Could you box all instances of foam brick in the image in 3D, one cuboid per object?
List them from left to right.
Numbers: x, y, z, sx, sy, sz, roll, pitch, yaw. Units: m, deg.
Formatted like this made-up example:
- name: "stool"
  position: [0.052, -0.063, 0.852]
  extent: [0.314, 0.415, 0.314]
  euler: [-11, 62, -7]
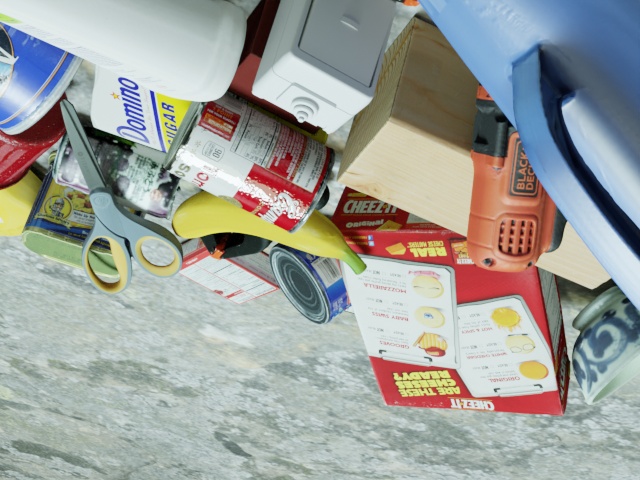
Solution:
- name: "foam brick"
  position: [-0.020, -0.118, 0.726]
  extent: [0.078, 0.053, 0.051]
  euler: [26, 150, -20]

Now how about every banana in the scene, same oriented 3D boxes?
- name: "banana"
  position: [-0.056, -0.013, 0.856]
  extent: [0.198, 0.037, 0.069]
  euler: [13, 133, 35]

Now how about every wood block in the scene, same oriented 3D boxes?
- name: "wood block"
  position: [0.129, -0.055, 0.729]
  extent: [0.206, 0.090, 0.091]
  euler: [22, 151, -12]

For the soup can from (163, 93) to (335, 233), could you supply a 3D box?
- name: "soup can"
  position: [-0.050, -0.057, 0.745]
  extent: [0.102, 0.068, 0.069]
  euler: [27, 150, -15]

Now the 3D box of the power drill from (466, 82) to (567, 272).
- name: "power drill"
  position: [0.184, -0.068, 0.646]
  extent: [0.187, 0.184, 0.057]
  euler: [4, -168, -8]

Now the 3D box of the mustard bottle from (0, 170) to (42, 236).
- name: "mustard bottle"
  position: [-0.317, -0.075, 0.947]
  extent: [0.096, 0.058, 0.191]
  euler: [7, 152, 19]

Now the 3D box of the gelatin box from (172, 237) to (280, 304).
- name: "gelatin box"
  position: [-0.090, 0.026, 1.052]
  extent: [0.089, 0.030, 0.073]
  euler: [30, 148, -27]

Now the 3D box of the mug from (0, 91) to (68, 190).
- name: "mug"
  position: [-0.261, -0.103, 0.841]
  extent: [0.117, 0.093, 0.082]
  euler: [38, 141, -24]

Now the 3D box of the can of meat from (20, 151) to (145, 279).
- name: "can of meat"
  position: [-0.210, -0.022, 0.966]
  extent: [0.102, 0.084, 0.057]
  euler: [18, 152, -6]

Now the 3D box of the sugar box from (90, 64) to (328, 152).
- name: "sugar box"
  position: [-0.084, -0.095, 0.809]
  extent: [0.176, 0.048, 0.093]
  euler: [17, 152, -5]

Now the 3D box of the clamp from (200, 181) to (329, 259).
- name: "clamp"
  position: [-0.060, -0.026, 0.929]
  extent: [0.120, 0.039, 0.172]
  euler: [25, 152, 3]

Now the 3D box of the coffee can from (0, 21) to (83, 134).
- name: "coffee can"
  position: [-0.240, -0.152, 0.721]
  extent: [0.103, 0.102, 0.140]
  euler: [-15, 140, 44]

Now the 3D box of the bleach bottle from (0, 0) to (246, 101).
- name: "bleach bottle"
  position: [-0.173, -0.153, 0.641]
  extent: [0.250, 0.068, 0.103]
  euler: [17, 179, -39]

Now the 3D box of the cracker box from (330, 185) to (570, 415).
- name: "cracker box"
  position: [0.114, 0.050, 0.892]
  extent: [0.164, 0.072, 0.213]
  euler: [0, 133, 23]

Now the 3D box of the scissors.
- name: "scissors"
  position: [-0.160, -0.031, 0.880]
  extent: [0.096, 0.016, 0.202]
  euler: [2, 132, -7]

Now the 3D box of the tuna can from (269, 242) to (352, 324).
- name: "tuna can"
  position: [-0.008, 0.032, 0.956]
  extent: [0.086, 0.033, 0.086]
  euler: [43, 154, 27]
